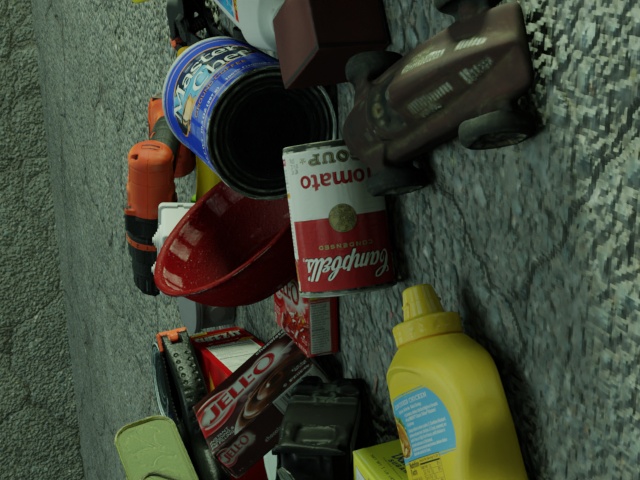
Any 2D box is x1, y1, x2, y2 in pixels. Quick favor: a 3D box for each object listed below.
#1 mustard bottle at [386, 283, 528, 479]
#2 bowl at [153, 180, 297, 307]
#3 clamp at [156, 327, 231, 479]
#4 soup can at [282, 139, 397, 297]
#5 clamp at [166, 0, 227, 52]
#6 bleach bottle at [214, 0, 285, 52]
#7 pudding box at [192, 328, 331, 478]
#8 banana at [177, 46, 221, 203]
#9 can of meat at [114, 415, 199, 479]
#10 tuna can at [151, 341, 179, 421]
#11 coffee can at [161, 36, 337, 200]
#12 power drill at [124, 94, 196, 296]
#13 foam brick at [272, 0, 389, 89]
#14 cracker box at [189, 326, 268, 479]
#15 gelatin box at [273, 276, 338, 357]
[{"bbox_3d":[0.079,0.118,0.612,0.096,0.058,0.191,130,128,-67],"label":"mustard bottle"},{"bbox_3d":[-0.056,0.001,0.864,0.055,0.162,0.162,51,175,-27],"label":"bowl"},{"bbox_3d":[-0.112,0.185,0.991,0.165,0.036,0.210,160,97,-70],"label":"clamp"},{"bbox_3d":[0.013,-0.016,0.728,0.069,0.068,0.102,180,82,-71],"label":"soup can"},{"bbox_3d":[-0.119,-0.208,1.061,0.172,0.039,0.120,140,110,-76],"label":"clamp"},{"bbox_3d":[-0.060,-0.229,0.856,0.251,0.068,0.103,-124,31,-46],"label":"bleach bottle"},{"bbox_3d":[-0.049,0.134,0.898,0.039,0.113,0.090,52,177,-24],"label":"pudding box"},{"bbox_3d":[-0.118,-0.098,1.081,0.070,0.037,0.198,30,137,29],"label":"banana"},{"bbox_3d":[-0.144,0.226,0.969,0.102,0.057,0.084,-124,24,-44],"label":"can of meat"},{"bbox_3d":[-0.149,0.143,1.093,0.086,0.033,0.086,173,90,-72],"label":"tuna can"},{"bbox_3d":[-0.060,-0.100,0.845,0.140,0.102,0.103,-139,44,-61],"label":"coffee can"},{"bbox_3d":[-0.172,-0.058,1.159,0.187,0.057,0.184,-89,6,-54],"label":"power drill"},{"bbox_3d":[0.006,-0.141,0.719,0.078,0.053,0.051,146,114,-68],"label":"foam brick"},{"bbox_3d":[-0.075,0.188,1.059,0.214,0.072,0.164,-162,66,-69],"label":"cracker box"},{"bbox_3d":[-0.015,0.046,0.889,0.089,0.030,0.073,-140,45,-62],"label":"gelatin box"}]
